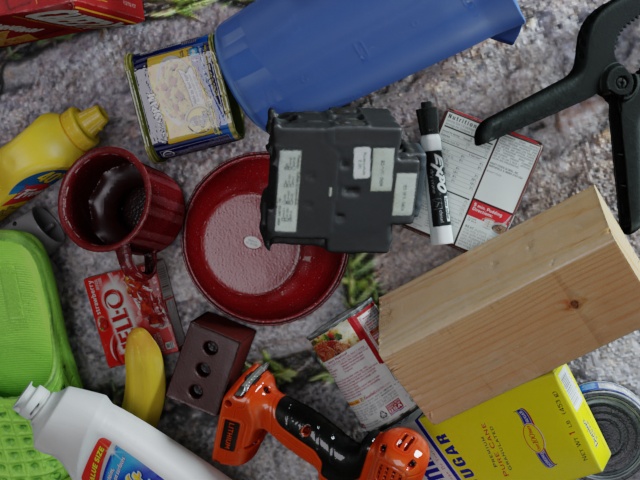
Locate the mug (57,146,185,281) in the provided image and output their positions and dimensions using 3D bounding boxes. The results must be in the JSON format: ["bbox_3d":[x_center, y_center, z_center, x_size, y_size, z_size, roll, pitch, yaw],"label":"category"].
[{"bbox_3d":[-0.170,-0.019,0.953,0.093,0.081,0.117,-21,76,16],"label":"mug"}]

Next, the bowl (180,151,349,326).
[{"bbox_3d":[-0.056,0.001,0.957,0.162,0.055,0.162,1,95,11],"label":"bowl"}]

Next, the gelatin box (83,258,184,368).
[{"bbox_3d":[-0.173,0.069,0.999,0.073,0.030,0.089,-14,92,12],"label":"gelatin box"}]

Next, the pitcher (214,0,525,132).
[{"bbox_3d":[0.032,-0.194,0.882,0.243,0.144,0.149,-26,78,15],"label":"pitcher"}]

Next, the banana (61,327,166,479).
[{"bbox_3d":[-0.181,0.166,0.989,0.037,0.069,0.198,44,115,39],"label":"banana"}]

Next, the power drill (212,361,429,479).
[{"bbox_3d":[-0.003,0.203,0.943,0.188,0.057,0.185,26,129,15],"label":"power drill"}]

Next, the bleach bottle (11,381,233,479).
[{"bbox_3d":[-0.167,0.214,0.955,0.250,0.068,0.103,37,112,-10],"label":"bleach bottle"}]

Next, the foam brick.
[{"bbox_3d":[-0.100,0.112,0.975,0.053,0.051,0.078,21,102,9],"label":"foam brick"}]

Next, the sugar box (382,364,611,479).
[{"bbox_3d":[0.146,0.174,0.914,0.176,0.048,0.093,-26,90,27],"label":"sugar box"}]

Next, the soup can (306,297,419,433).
[{"bbox_3d":[0.043,0.110,0.940,0.068,0.068,0.102,-33,89,12],"label":"soup can"}]

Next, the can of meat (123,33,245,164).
[{"bbox_3d":[-0.120,-0.128,0.957,0.084,0.057,0.102,-13,93,10],"label":"can of meat"}]

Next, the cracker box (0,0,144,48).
[{"bbox_3d":[-0.282,-0.208,0.927,0.214,0.164,0.072,-8,95,12],"label":"cracker box"}]

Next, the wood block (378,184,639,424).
[{"bbox_3d":[0.158,0.055,0.876,0.206,0.090,0.090,-29,115,19],"label":"wood block"}]

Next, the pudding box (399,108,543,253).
[{"bbox_3d":[0.130,-0.048,0.923,0.090,0.039,0.113,23,97,10],"label":"pudding box"}]

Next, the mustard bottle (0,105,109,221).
[{"bbox_3d":[-0.273,-0.064,0.973,0.192,0.096,0.058,-33,88,12],"label":"mustard bottle"}]

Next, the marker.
[{"bbox_3d":[0.096,-0.057,0.899,0.020,0.020,0.121,-6,92,12],"label":"marker"}]

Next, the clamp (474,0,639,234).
[{"bbox_3d":[0.230,-0.129,0.878,0.164,0.036,0.210,22,92,-12],"label":"clamp"}]
